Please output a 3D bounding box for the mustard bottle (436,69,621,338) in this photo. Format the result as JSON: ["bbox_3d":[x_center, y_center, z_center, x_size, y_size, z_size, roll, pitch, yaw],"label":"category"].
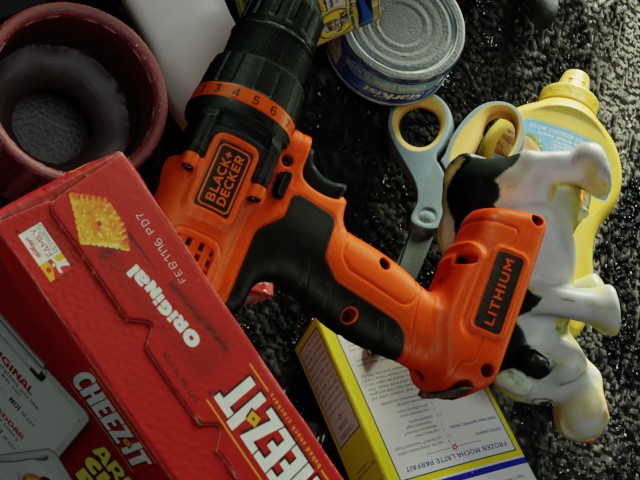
[{"bbox_3d":[0.146,-0.033,0.703,0.096,0.058,0.191,21,67,2],"label":"mustard bottle"}]

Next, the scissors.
[{"bbox_3d":[0.052,-0.025,0.652,0.096,0.016,0.201,31,61,21],"label":"scissors"}]

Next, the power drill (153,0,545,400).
[{"bbox_3d":[0.015,-0.017,0.526,0.187,0.057,0.184,26,73,-13],"label":"power drill"}]

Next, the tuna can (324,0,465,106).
[{"bbox_3d":[0.048,-0.131,0.679,0.086,0.034,0.086,5,69,-13],"label":"tuna can"}]

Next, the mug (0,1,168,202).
[{"bbox_3d":[-0.135,-0.052,0.548,0.093,0.082,0.117,-2,79,-28],"label":"mug"}]

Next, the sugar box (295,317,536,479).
[{"bbox_3d":[0.061,0.119,0.598,0.093,0.048,0.176,-7,60,-28],"label":"sugar box"}]

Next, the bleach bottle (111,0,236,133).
[{"bbox_3d":[-0.091,-0.147,0.573,0.068,0.103,0.251,-29,102,-10],"label":"bleach bottle"}]

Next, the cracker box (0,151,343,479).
[{"bbox_3d":[-0.107,0.078,0.456,0.072,0.214,0.164,-38,97,-41],"label":"cracker box"}]
